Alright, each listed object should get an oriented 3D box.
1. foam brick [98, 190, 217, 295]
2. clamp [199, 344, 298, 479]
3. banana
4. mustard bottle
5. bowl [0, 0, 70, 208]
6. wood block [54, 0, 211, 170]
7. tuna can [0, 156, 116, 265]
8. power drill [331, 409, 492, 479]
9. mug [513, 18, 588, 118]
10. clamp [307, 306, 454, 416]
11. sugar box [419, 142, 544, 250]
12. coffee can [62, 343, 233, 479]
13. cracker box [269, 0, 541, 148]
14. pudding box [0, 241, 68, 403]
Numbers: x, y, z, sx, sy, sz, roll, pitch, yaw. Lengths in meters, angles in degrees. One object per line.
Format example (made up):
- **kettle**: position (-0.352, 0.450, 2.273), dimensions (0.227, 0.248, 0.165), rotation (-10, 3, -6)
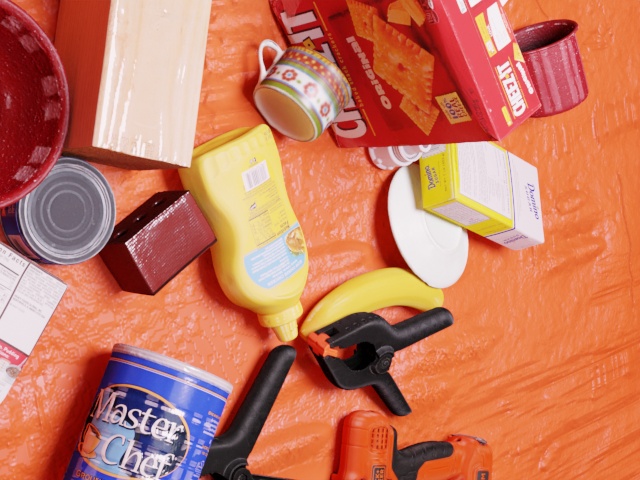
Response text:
- **foam brick**: position (-0.136, 0.001, 0.879), dimensions (0.078, 0.053, 0.051), rotation (-44, 118, -32)
- **clamp**: position (-0.072, 0.214, 0.949), dimensions (0.209, 0.036, 0.164), rotation (-36, 113, -31)
- **banana**: position (0.061, 0.062, 1.056), dimensions (0.197, 0.037, 0.069), rotation (1, 91, -40)
- **mustard bottle**: position (-0.057, 0.001, 0.941), dimensions (0.096, 0.058, 0.191), rotation (-36, 114, -46)
- **bowl**: position (-0.264, -0.099, 0.766), dimensions (0.161, 0.055, 0.162), rotation (-1, 92, -40)
- **wood block**: position (-0.148, -0.164, 0.839), dimensions (0.090, 0.091, 0.206), rotation (10, 84, -39)
- **tuna can**: position (-0.204, -0.023, 0.833), dimensions (0.085, 0.034, 0.086), rotation (-1, 92, -40)
- **power drill**: position (0.090, 0.265, 1.074), dimensions (0.187, 0.057, 0.184), rotation (9, 86, -40)
- **mug**: position (0.252, -0.193, 1.180), dimensions (0.117, 0.093, 0.081), rotation (-47, 125, -44)
- **clamp**: position (0.053, 0.119, 1.035), dimensions (0.171, 0.039, 0.120), rotation (5, 104, -39)
- **sugar box**: position (0.169, -0.056, 1.113), dimensions (0.176, 0.048, 0.093), rotation (24, 58, -48)
- **coffee can**: position (-0.141, 0.165, 0.847), dimensions (0.102, 0.103, 0.140), rotation (30, 73, -37)
- **cracker box**: position (0.069, -0.167, 0.941), dimensions (0.072, 0.214, 0.164), rotation (-40, 115, -30)
- **pudding box**: position (-0.254, 0.057, 0.792), dimensions (0.090, 0.039, 0.113), rotation (39, 65, -33)
